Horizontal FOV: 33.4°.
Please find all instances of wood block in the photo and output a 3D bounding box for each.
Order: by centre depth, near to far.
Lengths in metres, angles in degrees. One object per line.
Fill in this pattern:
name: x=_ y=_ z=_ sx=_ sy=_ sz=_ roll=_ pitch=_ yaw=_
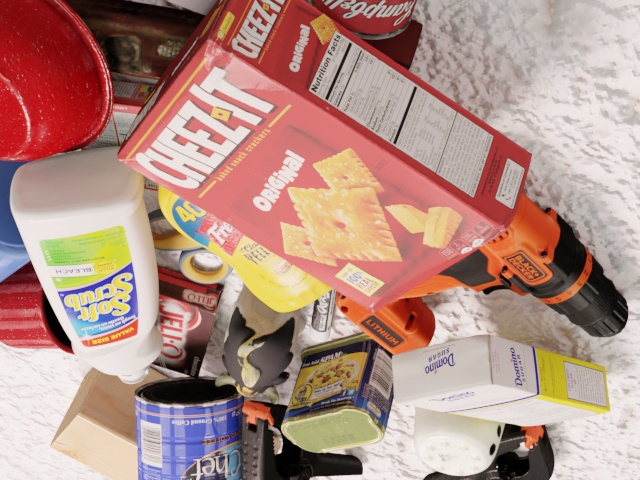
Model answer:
wood block: x=-0.157 y=0.209 z=1.101 sx=0.206 sy=0.090 sz=0.091 roll=31 pitch=138 yaw=-13

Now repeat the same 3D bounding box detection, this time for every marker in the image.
marker: x=0.005 y=0.045 z=0.909 sx=0.020 sy=0.020 sz=0.121 roll=14 pitch=140 yaw=6

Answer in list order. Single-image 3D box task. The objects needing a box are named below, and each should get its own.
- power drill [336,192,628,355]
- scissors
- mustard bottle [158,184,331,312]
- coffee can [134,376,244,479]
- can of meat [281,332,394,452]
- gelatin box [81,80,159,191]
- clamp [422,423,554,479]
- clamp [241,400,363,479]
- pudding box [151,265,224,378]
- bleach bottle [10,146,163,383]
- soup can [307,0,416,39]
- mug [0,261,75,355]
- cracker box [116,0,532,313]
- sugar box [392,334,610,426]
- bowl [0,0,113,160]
power drill: x=0.121 y=0.036 z=0.829 sx=0.188 sy=0.057 sz=0.184 roll=-26 pitch=125 yaw=38
scissors: x=-0.056 y=0.001 z=0.888 sx=0.202 sy=0.016 sz=0.096 roll=0 pitch=137 yaw=22
mustard bottle: x=-0.063 y=-0.029 z=0.799 sx=0.096 sy=0.058 sz=0.191 roll=-33 pitch=118 yaw=31
coffee can: x=-0.120 y=0.206 z=0.992 sx=0.103 sy=0.102 sz=0.140 roll=2 pitch=97 yaw=20
can of meat: x=0.020 y=0.138 z=0.958 sx=0.102 sy=0.084 sz=0.057 roll=-19 pitch=126 yaw=36
gelatin box: x=-0.148 y=-0.081 z=0.822 sx=0.073 sy=0.030 sz=0.089 roll=9 pitch=138 yaw=10
clamp: x=0.183 y=0.229 z=1.029 sx=0.120 sy=0.039 sz=0.172 roll=24 pitch=139 yaw=-8
clamp: x=-0.032 y=0.231 z=1.011 sx=0.036 sy=0.164 sz=0.210 roll=11 pitch=146 yaw=33
pudding box: x=-0.143 y=0.073 z=0.982 sx=0.090 sy=0.039 sz=0.114 roll=18 pitch=141 yaw=-1
bleach bottle: x=-0.172 y=0.036 z=0.878 sx=0.102 sy=0.068 sz=0.251 roll=-9 pitch=139 yaw=-1
soup can: x=0.036 y=-0.177 z=0.615 sx=0.068 sy=0.068 sz=0.102 roll=20 pitch=139 yaw=-1
mug: x=-0.243 y=0.059 z=0.981 sx=0.082 sy=0.093 sz=0.117 roll=-4 pitch=171 yaw=31
cracker box: x=-0.002 y=-0.051 z=0.680 sx=0.213 sy=0.072 sz=0.164 roll=31 pitch=147 yaw=-15
sugar box: x=0.147 y=0.114 z=0.855 sx=0.094 sy=0.048 sz=0.175 roll=-19 pitch=152 yaw=38
bowl: x=-0.226 y=-0.109 z=0.733 sx=0.162 sy=0.055 sz=0.162 roll=14 pitch=137 yaw=13
